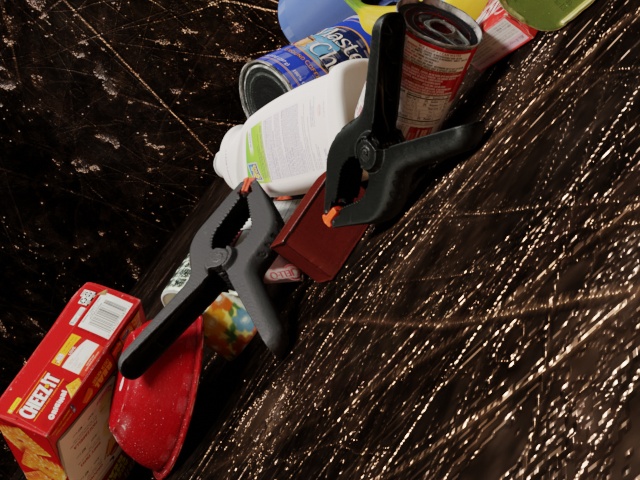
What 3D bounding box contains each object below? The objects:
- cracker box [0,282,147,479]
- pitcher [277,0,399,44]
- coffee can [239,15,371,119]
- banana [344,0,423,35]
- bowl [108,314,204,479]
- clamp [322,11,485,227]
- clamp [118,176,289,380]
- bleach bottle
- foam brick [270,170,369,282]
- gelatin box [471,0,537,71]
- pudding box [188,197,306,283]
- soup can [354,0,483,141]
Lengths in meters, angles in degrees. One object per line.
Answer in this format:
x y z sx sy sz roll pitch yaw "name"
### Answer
-0.232 0.169 1.068 0.214 0.072 0.164 88 -154 -52 "cracker box"
0.046 -0.306 1.234 0.149 0.145 0.243 -19 0 -25 "pitcher"
0.001 -0.163 1.113 0.140 0.103 0.103 -30 -5 -30 "coffee can"
0.112 -0.238 1.044 0.198 0.069 0.037 -15 13 32 "banana"
-0.155 0.133 0.971 0.162 0.055 0.162 -167 90 -73 "bowl"
0.052 -0.063 0.767 0.120 0.039 0.172 56 141 36 "clamp"
-0.072 0.028 0.913 0.165 0.036 0.209 -5 47 33 "clamp"
-0.027 -0.093 0.982 0.251 0.067 0.102 -6 90 56 "bleach bottle"
0.004 -0.012 0.872 0.078 0.051 0.053 -56 8 -12 "foam brick"
0.146 -0.175 0.806 0.073 0.030 0.089 -57 9 -16 "gelatin box"
-0.057 0.001 1.002 0.114 0.039 0.090 -3 35 23 "pudding box"
0.072 -0.123 0.806 0.068 0.068 0.102 -66 -1 -52 "soup can"
